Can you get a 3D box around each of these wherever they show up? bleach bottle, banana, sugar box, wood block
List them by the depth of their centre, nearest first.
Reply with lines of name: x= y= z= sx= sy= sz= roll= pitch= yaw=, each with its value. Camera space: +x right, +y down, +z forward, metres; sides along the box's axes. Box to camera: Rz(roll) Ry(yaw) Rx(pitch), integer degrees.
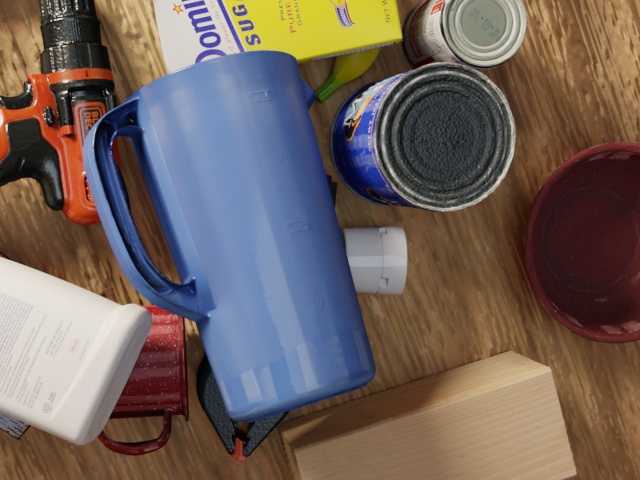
bleach bottle: x=-0.247 y=0.042 z=0.717 sx=0.251 sy=0.068 sz=0.102 roll=25 pitch=86 yaw=4
sugar box: x=-0.034 y=-0.175 z=0.793 sx=0.176 sy=0.048 sz=0.093 roll=-12 pitch=96 yaw=3
banana: x=0.013 y=-0.210 z=0.825 sx=0.069 sy=0.037 sz=0.198 roll=-12 pitch=96 yaw=-13
wood block: x=0.081 y=0.164 z=0.837 sx=0.206 sy=0.090 sz=0.091 roll=-16 pitch=97 yaw=-10

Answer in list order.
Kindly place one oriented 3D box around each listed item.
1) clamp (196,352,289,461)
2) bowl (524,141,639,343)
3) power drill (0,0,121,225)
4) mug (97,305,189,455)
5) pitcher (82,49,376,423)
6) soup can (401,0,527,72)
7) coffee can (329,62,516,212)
clamp: x=-0.063 y=0.082 z=0.829 sx=0.120 sy=0.039 sz=0.171 roll=16 pitch=92 yaw=5
bowl: x=0.233 y=0.001 z=0.875 sx=0.162 sy=0.055 sz=0.162 roll=-1 pitch=94 yaw=-12
power drill: x=-0.235 y=-0.095 z=0.753 sx=0.187 sy=0.057 sz=0.184 roll=-8 pitch=88 yaw=-25
mug: x=-0.139 y=0.100 z=0.783 sx=0.081 sy=0.093 sz=0.117 roll=-3 pitch=65 yaw=-7
pitcher: x=-0.055 y=0.001 z=0.747 sx=0.149 sy=0.145 sz=0.243 roll=-19 pitch=82 yaw=10
soup can: x=0.108 y=-0.160 z=0.815 sx=0.068 sy=0.102 sz=0.068 roll=-1 pitch=94 yaw=-11
coffee can: x=0.071 y=-0.074 z=0.793 sx=0.102 sy=0.140 sz=0.103 roll=-1 pitch=94 yaw=-12
